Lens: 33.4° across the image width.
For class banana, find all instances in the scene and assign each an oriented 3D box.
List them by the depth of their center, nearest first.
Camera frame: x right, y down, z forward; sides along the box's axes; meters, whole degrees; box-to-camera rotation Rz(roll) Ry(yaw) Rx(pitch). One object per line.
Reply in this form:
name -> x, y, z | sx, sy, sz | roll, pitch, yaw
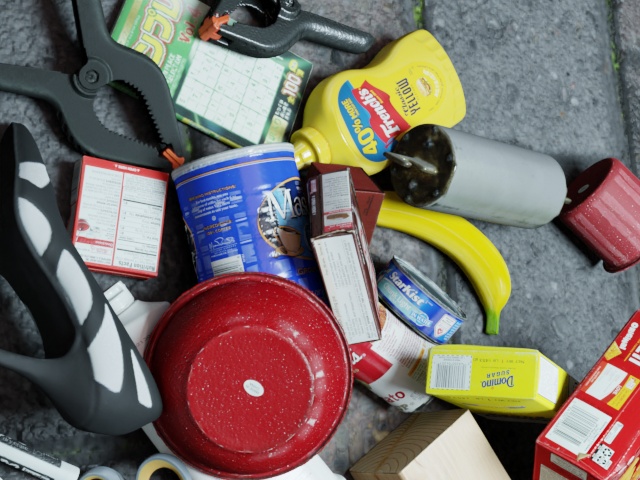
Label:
banana -> 0.115, 0.005, 0.995 | 0.197, 0.037, 0.069 | 40, 63, -16

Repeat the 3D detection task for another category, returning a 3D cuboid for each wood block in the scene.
wood block -> 0.127, 0.258, 0.924 | 0.090, 0.090, 0.206 | -35, 97, -28

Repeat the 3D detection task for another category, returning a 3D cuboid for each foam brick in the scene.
foam brick -> 0.014, -0.020, 0.919 | 0.052, 0.051, 0.078 | 4, 117, -27

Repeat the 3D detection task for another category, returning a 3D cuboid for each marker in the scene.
marker -> -0.237, 0.154, 0.793 | 0.121, 0.020, 0.020 | 30, 68, -20

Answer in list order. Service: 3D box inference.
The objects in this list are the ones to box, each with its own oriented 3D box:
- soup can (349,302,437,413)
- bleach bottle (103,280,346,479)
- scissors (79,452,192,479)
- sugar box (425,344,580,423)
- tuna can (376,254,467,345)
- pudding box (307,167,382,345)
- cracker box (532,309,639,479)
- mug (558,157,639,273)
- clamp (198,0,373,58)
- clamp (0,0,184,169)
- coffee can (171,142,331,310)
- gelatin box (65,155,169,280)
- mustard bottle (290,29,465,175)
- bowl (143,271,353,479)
soup can -> 0.054, 0.096, 0.928 | 0.102, 0.069, 0.068 | 37, 66, -18
bleach bottle -> -0.088, 0.134, 0.850 | 0.102, 0.068, 0.251 | -40, 98, -24
scissors -> -0.106, 0.246, 0.824 | 0.096, 0.016, 0.201 | -37, 99, 8
sugar box -> 0.162, 0.127, 0.916 | 0.176, 0.093, 0.048 | 36, 59, -58
tuna can -> 0.087, 0.053, 0.943 | 0.086, 0.086, 0.034 | 38, 98, -17
pudding box -> 0.020, 0.014, 0.849 | 0.039, 0.090, 0.113 | -13, 125, 7
cracker box -> 0.258, 0.189, 0.944 | 0.072, 0.214, 0.164 | 29, 59, 29
mug -> 0.294, -0.034, 1.074 | 0.081, 0.093, 0.117 | 42, 34, -10
clamp -> -0.036, -0.216, 0.951 | 0.171, 0.039, 0.120 | -13, 75, -38
clamp -> -0.183, -0.141, 0.853 | 0.209, 0.036, 0.164 | 38, 84, -19
coffee can -> -0.056, 0.001, 0.869 | 0.102, 0.103, 0.140 | -12, 86, -29
gelatin box -> -0.165, -0.017, 0.857 | 0.073, 0.030, 0.089 | 10, 79, -26
mustard bottle -> 0.042, -0.112, 0.966 | 0.191, 0.058, 0.096 | -33, 104, -28
bowl -> -0.052, 0.105, 0.786 | 0.162, 0.055, 0.162 | 0, 93, -6
